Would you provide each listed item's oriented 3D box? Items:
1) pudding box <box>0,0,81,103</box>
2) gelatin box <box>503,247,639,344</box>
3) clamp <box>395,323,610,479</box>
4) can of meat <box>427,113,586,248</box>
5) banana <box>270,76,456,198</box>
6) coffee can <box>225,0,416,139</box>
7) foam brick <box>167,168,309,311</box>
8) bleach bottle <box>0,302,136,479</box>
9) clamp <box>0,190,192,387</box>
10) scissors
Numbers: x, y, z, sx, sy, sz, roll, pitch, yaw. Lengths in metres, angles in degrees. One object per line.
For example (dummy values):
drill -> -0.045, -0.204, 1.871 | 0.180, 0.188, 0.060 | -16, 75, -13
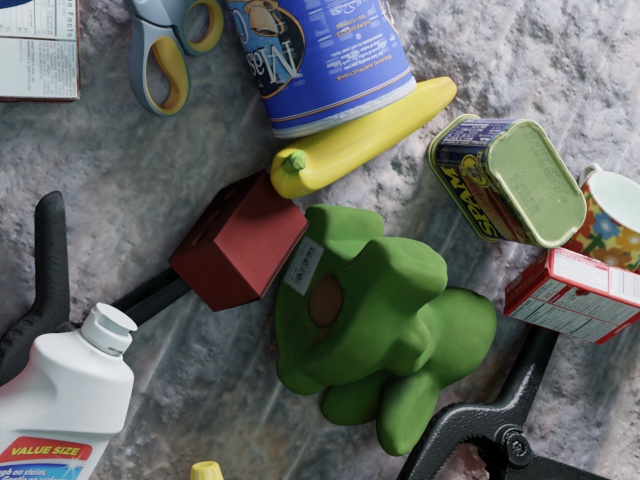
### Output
pudding box -> -0.207, -0.132, 0.664 | 0.113, 0.039, 0.090 | -1, 95, -24
gelatin box -> 0.195, 0.043, 0.813 | 0.089, 0.073, 0.030 | 18, 58, -10
clamp -> 0.147, 0.164, 0.796 | 0.209, 0.036, 0.164 | -25, 79, -31
can of meat -> 0.139, -0.044, 0.791 | 0.057, 0.084, 0.102 | -42, 110, -13
banana -> 0.023, -0.068, 0.740 | 0.197, 0.070, 0.037 | -34, 104, -46
coffee can -> -0.007, -0.151, 0.708 | 0.102, 0.103, 0.140 | -25, 105, -18
foam brick -> -0.055, 0.001, 0.718 | 0.051, 0.053, 0.078 | 50, 47, -21
bleach bottle -> -0.200, 0.145, 0.656 | 0.102, 0.068, 0.251 | 31, 96, -32
clamp -> -0.170, 0.055, 0.699 | 0.120, 0.039, 0.171 | 39, 81, -23
scissors -> -0.100, -0.160, 0.655 | 0.096, 0.016, 0.202 | -50, 154, -29
